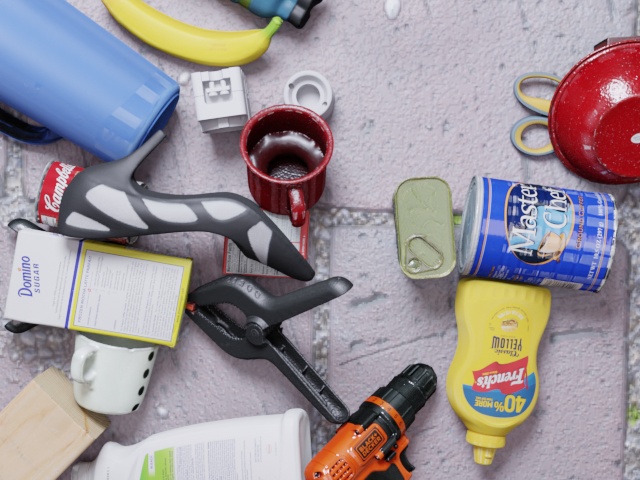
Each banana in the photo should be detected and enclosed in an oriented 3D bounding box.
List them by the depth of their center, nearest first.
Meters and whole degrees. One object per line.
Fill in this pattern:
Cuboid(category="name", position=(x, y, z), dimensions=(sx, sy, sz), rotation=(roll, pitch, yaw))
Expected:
Cuboid(category="banana", position=(-0.134, -0.218, 1.109), dimensions=(0.198, 0.037, 0.070), rotation=(11, 121, 8))

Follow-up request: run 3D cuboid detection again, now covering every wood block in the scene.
Cuboid(category="wood block", position=(-0.327, 0.239, 1.107), dimensions=(0.090, 0.091, 0.206), rotation=(45, 91, -1))

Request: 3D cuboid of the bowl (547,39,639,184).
Cuboid(category="bowl", position=(0.313, -0.116, 1.069), dimensions=(0.162, 0.055, 0.162), rotation=(0, 121, 0))

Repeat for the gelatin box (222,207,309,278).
Cuboid(category="gelatin box", position=(-0.058, 0.001, 1.126), dimensions=(0.089, 0.030, 0.073), rotation=(4, 93, 0))

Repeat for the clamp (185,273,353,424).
Cuboid(category="clamp", position=(-0.052, 0.079, 1.077), dimensions=(0.210, 0.036, 0.165), rotation=(24, 123, 25))

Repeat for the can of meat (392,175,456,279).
Cuboid(category="can of meat", position=(0.104, -0.014, 1.095), dimensions=(0.057, 0.084, 0.102), rotation=(-5, 91, 1))

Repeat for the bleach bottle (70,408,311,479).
Cuboid(category="bleach bottle", position=(-0.137, 0.232, 1.108), dimensions=(0.251, 0.068, 0.102), rotation=(-5, 81, 12))

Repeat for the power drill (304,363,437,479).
Cuboid(category="power drill", position=(0.095, 0.244, 1.099), dimensions=(0.184, 0.057, 0.187), rotation=(-41, 97, -26))

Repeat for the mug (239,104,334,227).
Cuboid(category="mug", position=(-0.032, -0.068, 1.080), dimensions=(0.093, 0.081, 0.117), rotation=(-12, 64, -8))

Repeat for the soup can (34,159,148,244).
Cuboid(category="soup can", position=(-0.237, -0.039, 1.109), dimensions=(0.102, 0.068, 0.068), rotation=(14, 92, 0))

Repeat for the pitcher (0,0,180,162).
Cuboid(category="pitcher", position=(-0.274, -0.170, 1.085), dimensions=(0.243, 0.149, 0.145), rotation=(33, 77, -3))

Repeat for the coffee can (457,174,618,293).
Cuboid(category="coffee can", position=(0.218, -0.007, 1.084), dimensions=(0.140, 0.103, 0.103), rotation=(8, 92, 1))

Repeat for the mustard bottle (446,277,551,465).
Cuboid(category="mustard bottle", position=(0.181, 0.138, 1.111), dimensions=(0.096, 0.058, 0.191), rotation=(6, 92, -13))

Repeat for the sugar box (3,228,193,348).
Cuboid(category="sugar box", position=(-0.224, 0.048, 1.087), dimensions=(0.176, 0.048, 0.093), rotation=(11, 92, -2))

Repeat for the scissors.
Cuboid(category="scissors", position=(0.288, -0.110, 1.120), dimensions=(0.202, 0.016, 0.096), rotation=(26, 100, 0))
